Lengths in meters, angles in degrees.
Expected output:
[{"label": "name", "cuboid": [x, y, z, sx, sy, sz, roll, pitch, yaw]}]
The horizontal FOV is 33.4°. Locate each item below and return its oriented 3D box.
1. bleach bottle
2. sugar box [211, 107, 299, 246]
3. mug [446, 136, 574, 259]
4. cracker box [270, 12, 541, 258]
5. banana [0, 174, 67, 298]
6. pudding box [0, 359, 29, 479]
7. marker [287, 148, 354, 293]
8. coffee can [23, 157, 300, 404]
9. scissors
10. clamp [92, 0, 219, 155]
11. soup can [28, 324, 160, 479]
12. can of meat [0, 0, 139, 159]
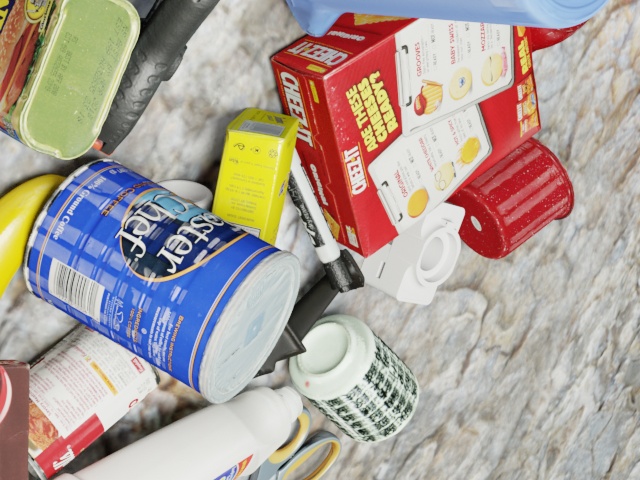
[{"label": "bleach bottle", "cuboid": [-0.096, 0.165, 0.789, 0.250, 0.068, 0.103, -27, 155, -48]}, {"label": "sugar box", "cuboid": [-0.055, 0.001, 0.757, 0.093, 0.048, 0.176, -69, 169, -73]}, {"label": "mug", "cuboid": [0.162, -0.032, 0.962, 0.081, 0.093, 0.117, -35, 167, -21]}, {"label": "cracker box", "cuboid": [0.075, -0.114, 0.839, 0.213, 0.072, 0.164, -35, 130, -26]}, {"label": "banana", "cuboid": [-0.206, 0.034, 0.666, 0.069, 0.037, 0.198, 35, 84, -46]}, {"label": "pudding box", "cuboid": [-0.219, 0.127, 0.625, 0.089, 0.039, 0.113, 1, 90, -31]}, {"label": "marker", "cuboid": [-0.005, -0.015, 0.813, 0.020, 0.020, 0.121, -31, 103, -30]}, {"label": "coffee can", "cuboid": [-0.097, 0.024, 0.667, 0.102, 0.140, 0.103, -53, 160, -28]}, {"label": "scissors", "cuboid": [-0.067, 0.212, 0.904, 0.201, 0.016, 0.096, -30, 123, -24]}, {"label": "clamp", "cuboid": [-0.098, -0.115, 0.637, 0.039, 0.120, 0.172, 29, 111, -11]}, {"label": "soup can", "cuboid": [-0.167, 0.103, 0.715, 0.102, 0.069, 0.068, -40, 133, -23]}, {"label": "can of meat", "cuboid": [-0.157, -0.104, 0.610, 0.057, 0.084, 0.102, 17, 98, -47]}]
